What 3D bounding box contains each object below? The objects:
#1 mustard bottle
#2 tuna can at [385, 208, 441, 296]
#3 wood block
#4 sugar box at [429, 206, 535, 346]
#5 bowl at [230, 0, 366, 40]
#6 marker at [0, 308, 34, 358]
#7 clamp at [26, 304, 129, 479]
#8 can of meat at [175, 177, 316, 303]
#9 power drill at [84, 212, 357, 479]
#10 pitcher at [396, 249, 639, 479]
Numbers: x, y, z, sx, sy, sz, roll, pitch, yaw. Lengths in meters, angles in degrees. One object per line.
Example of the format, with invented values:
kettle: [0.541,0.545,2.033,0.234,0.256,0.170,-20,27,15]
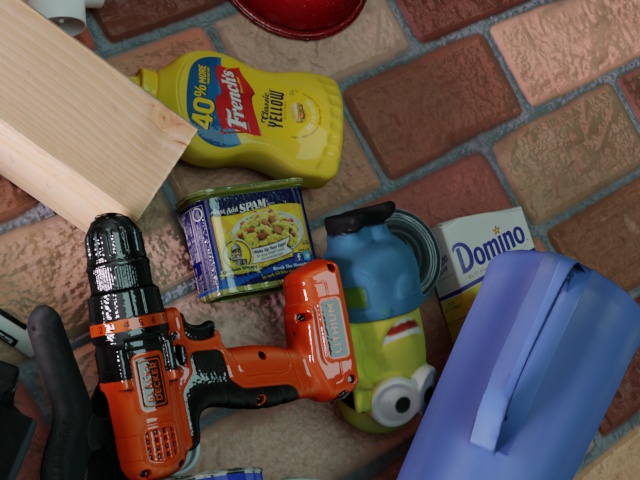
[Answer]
mustard bottle: [-0.077,-0.104,0.867,0.191,0.058,0.096,10,70,-22]
tuna can: [0.060,0.016,0.910,0.086,0.034,0.086,7,72,-23]
wood block: [-0.208,-0.097,0.785,0.206,0.090,0.090,36,63,-13]
sugar box: [0.158,0.063,0.937,0.093,0.048,0.176,-12,81,-28]
bowl: [-0.016,-0.263,0.945,0.161,0.055,0.162,8,71,-24]
marker: [-0.252,0.044,0.762,0.121,0.020,0.020,36,63,-12]
clamp: [-0.168,0.126,0.743,0.120,0.039,0.171,27,60,-51]
can of meat: [-0.055,0.001,0.848,0.101,0.058,0.084,-9,82,-27]
power drill: [-0.072,0.063,0.762,0.187,0.057,0.184,-9,88,-29]
pitcher: [0.139,0.131,0.795,0.149,0.145,0.242,40,64,-21]
